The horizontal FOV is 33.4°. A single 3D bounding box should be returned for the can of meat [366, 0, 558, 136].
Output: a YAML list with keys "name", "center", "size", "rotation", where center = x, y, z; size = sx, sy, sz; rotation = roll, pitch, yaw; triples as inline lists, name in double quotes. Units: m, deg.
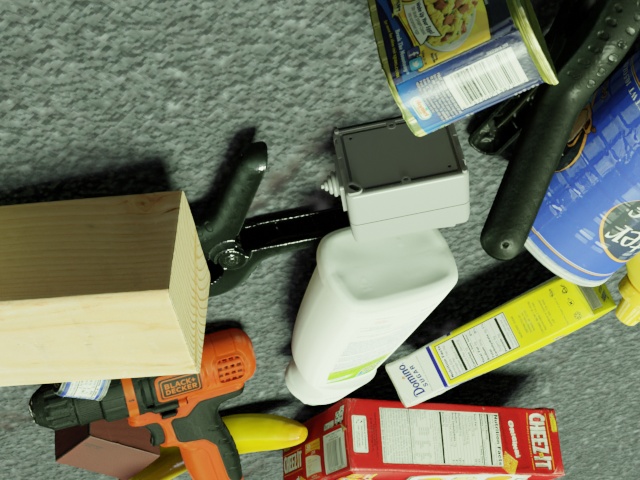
- name: "can of meat"
  center: [0.078, -0.117, 0.604]
  size: [0.084, 0.102, 0.057]
  rotation: [-23, 140, 18]

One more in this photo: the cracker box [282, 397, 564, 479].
- name: "cracker box"
  center: [0.090, 0.199, 0.999]
  size: [0.213, 0.072, 0.164]
  rotation: [6, 157, -21]

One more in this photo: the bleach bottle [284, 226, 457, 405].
- name: "bleach bottle"
  center: [0.018, 0.074, 0.839]
  size: [0.102, 0.068, 0.251]
  rotation: [-12, 155, -23]

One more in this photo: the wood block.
- name: "wood block"
  center: [-0.186, 0.036, 0.713]
  size: [0.206, 0.091, 0.090]
  rotation: [-5, 137, 6]

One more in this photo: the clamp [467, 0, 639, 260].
- name: "clamp"
  center: [0.145, -0.105, 0.640]
  size: [0.036, 0.164, 0.210]
  rotation: [24, 111, -9]

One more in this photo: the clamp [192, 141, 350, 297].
- name: "clamp"
  center: [-0.055, 0.001, 0.772]
  size: [0.120, 0.039, 0.172]
  rotation: [28, 131, -32]

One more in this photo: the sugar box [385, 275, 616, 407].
- name: "sugar box"
  center: [0.150, 0.080, 0.884]
  size: [0.176, 0.048, 0.093]
  rotation: [-33, 166, 24]

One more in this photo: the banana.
- name: "banana"
  center: [-0.109, 0.198, 0.981]
  size: [0.198, 0.070, 0.037]
  rotation: [-25, 135, -1]

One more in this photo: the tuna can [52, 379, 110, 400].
- name: "tuna can"
  center: [-0.176, 0.075, 0.797]
  size: [0.033, 0.086, 0.086]
  rotation: [9, 138, -21]

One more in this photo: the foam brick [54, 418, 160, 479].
- name: "foam brick"
  center: [-0.188, 0.171, 0.942]
  size: [0.053, 0.051, 0.078]
  rotation: [-37, 135, 28]

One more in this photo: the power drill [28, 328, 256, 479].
- name: "power drill"
  center: [-0.133, 0.174, 0.887]
  size: [0.184, 0.057, 0.187]
  rotation: [-14, 116, -11]
